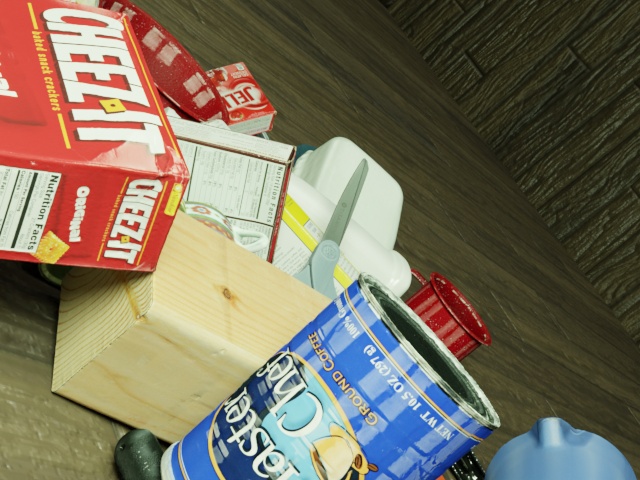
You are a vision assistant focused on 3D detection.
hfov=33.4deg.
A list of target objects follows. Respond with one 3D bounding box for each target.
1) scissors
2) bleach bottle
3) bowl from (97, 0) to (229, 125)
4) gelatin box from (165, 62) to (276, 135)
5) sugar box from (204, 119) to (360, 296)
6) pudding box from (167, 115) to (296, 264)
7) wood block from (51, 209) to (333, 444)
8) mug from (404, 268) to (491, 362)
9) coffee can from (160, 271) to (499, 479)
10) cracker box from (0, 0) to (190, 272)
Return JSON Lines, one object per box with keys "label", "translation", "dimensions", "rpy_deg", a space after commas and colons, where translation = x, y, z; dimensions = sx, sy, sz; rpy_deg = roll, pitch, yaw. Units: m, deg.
{"label": "scissors", "translation": [0.014, 0.029, 0.781], "dimensions": [0.096, 0.016, 0.201], "rpy_deg": [44, 55, -3]}
{"label": "bleach bottle", "translation": [-0.041, -0.022, 0.898], "dimensions": [0.250, 0.103, 0.068], "rpy_deg": [43, 12, -23]}
{"label": "bowl", "translation": [-0.157, -0.146, 0.964], "dimensions": [0.162, 0.055, 0.162], "rpy_deg": [44, 16, -17]}
{"label": "gelatin box", "translation": [-0.099, -0.134, 1.051], "dimensions": [0.089, 0.030, 0.073], "rpy_deg": [-18, 61, -27]}
{"label": "sugar box", "translation": [-0.055, 0.001, 0.825], "dimensions": [0.176, 0.093, 0.048], "rpy_deg": [49, 15, -1]}
{"label": "pudding box", "translation": [-0.081, -0.035, 0.766], "dimensions": [0.113, 0.090, 0.039], "rpy_deg": [13, 25, 0]}
{"label": "wood block", "translation": [-0.045, 0.073, 0.636], "dimensions": [0.205, 0.090, 0.091], "rpy_deg": [33, 32, -32]}
{"label": "mug", "translation": [0.106, 0.084, 1.086], "dimensions": [0.117, 0.082, 0.093], "rpy_deg": [53, 16, 12]}
{"label": "coffee can", "translation": [0.004, 0.100, 0.540], "dimensions": [0.103, 0.140, 0.103], "rpy_deg": [46, 8, -8]}
{"label": "cracker box", "translation": [-0.188, -0.070, 0.532], "dimensions": [0.213, 0.072, 0.164], "rpy_deg": [6, 38, -29]}
